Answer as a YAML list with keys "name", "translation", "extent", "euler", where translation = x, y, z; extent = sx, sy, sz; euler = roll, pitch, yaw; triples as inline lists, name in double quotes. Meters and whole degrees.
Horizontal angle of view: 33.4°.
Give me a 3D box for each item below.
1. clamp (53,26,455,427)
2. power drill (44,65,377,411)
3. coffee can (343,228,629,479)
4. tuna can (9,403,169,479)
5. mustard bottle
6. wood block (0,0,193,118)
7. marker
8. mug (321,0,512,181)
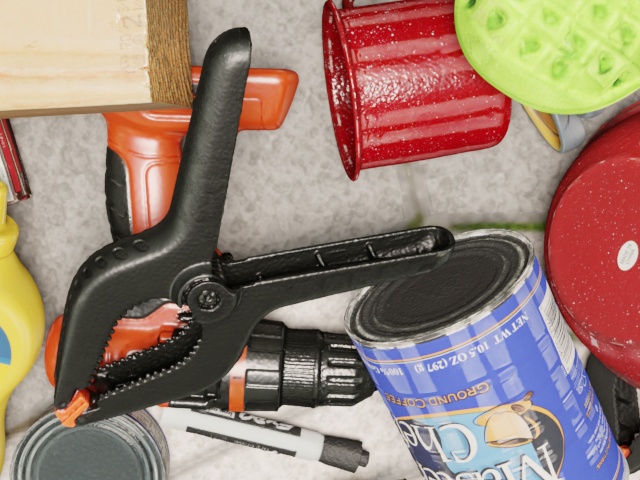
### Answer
- name: "clamp"
  translation: [-0.046, 0.021, 0.520]
  extent: [0.164, 0.036, 0.210]
  euler: [35, 107, -28]
- name: "power drill"
  translation: [-0.054, 0.001, 0.573]
  extent: [0.184, 0.057, 0.188]
  euler: [3, 98, -2]
- name: "coffee can"
  translation: [0.087, 0.080, 0.553]
  extent: [0.103, 0.103, 0.140]
  euler: [-26, 110, 2]
- name: "tuna can"
  translation: [-0.128, 0.129, 0.601]
  extent: [0.086, 0.034, 0.086]
  euler: [0, 98, -2]
- name: "mustard bottle"
  translation: [-0.198, 0.055, 0.559]
  extent: [0.096, 0.058, 0.192]
  euler: [21, 108, -4]
- name: "wood block"
  translation: [-0.170, -0.100, 0.489]
  extent: [0.206, 0.090, 0.090]
  euler: [-2, 96, 6]
- name: "marker"
  translation: [-0.031, 0.111, 0.609]
  extent: [0.121, 0.020, 0.020]
  euler: [15, 98, -4]
- name: "mug"
  translation: [0.046, -0.093, 0.554]
  extent: [0.081, 0.093, 0.117]
  euler: [-9, 62, -5]
